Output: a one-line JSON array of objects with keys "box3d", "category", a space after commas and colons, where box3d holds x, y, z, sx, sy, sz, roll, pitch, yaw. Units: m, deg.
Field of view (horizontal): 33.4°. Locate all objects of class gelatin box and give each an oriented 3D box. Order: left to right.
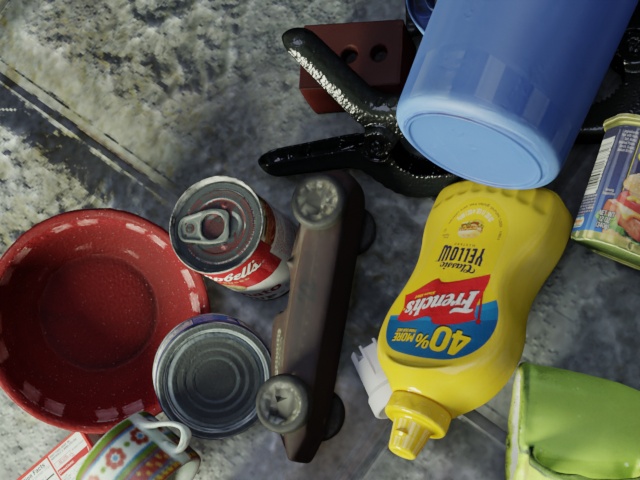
[{"box3d": [-0.175, 0.192, 0.785, 0.073, 0.030, 0.089, -41, 68, 6], "category": "gelatin box"}]

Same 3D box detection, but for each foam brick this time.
[{"box3d": [0.028, -0.128, 0.788, 0.078, 0.051, 0.053, -1, 76, 18], "category": "foam brick"}]

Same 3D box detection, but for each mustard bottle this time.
[{"box3d": [0.089, 0.051, 0.689, 0.096, 0.058, 0.191, 7, 61, 39], "category": "mustard bottle"}]

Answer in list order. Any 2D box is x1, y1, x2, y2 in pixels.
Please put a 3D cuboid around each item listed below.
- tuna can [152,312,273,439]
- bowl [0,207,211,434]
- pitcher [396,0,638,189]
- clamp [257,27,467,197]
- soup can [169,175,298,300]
[{"box3d": [-0.075, 0.096, 0.752, 0.086, 0.034, 0.086, -1, 94, -10], "category": "tuna can"}, {"box3d": [-0.162, 0.056, 0.780, 0.162, 0.055, 0.162, -1, 93, -10], "category": "bowl"}, {"box3d": [0.132, -0.161, 0.689, 0.145, 0.149, 0.242, 26, 75, -5], "category": "pitcher"}, {"box3d": [0.035, -0.069, 0.759, 0.171, 0.120, 0.039, 27, 46, 2], "category": "clamp"}, {"box3d": [-0.055, 0.001, 0.755, 0.069, 0.102, 0.068, -4, 75, 17], "category": "soup can"}]
